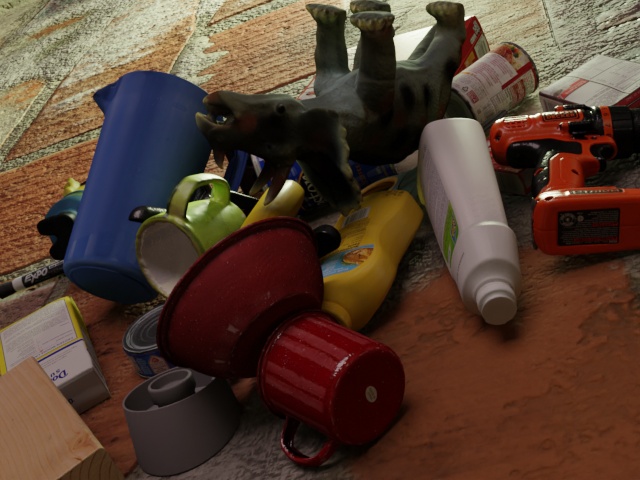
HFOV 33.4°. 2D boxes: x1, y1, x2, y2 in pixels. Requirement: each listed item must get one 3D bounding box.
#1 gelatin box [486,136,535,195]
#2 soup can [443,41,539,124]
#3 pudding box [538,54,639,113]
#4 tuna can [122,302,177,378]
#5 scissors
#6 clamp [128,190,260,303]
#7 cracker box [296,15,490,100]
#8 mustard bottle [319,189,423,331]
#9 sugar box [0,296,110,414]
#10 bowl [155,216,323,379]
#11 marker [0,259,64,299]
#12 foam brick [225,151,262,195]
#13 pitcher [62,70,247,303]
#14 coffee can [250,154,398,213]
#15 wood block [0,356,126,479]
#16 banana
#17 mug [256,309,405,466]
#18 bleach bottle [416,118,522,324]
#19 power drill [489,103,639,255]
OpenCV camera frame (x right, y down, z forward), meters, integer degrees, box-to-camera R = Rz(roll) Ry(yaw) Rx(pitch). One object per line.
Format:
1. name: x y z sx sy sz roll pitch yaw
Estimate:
1. gelatin box: 0.193 -0.081 1.075 0.073 0.030 0.089 -39 30 -25
2. soup can: 0.186 -0.168 1.197 0.102 0.068 0.069 -37 29 -19
3. pudding box: 0.294 -0.150 1.105 0.090 0.039 0.114 -32 29 -13
4. tuna can: -0.151 0.095 1.049 0.086 0.033 0.086 -20 27 11
5. scissors: 0.112 -0.065 1.104 0.202 0.016 0.096 -28 31 13
6. clamp: -0.123 0.005 1.143 0.171 0.120 0.039 -19 19 -40
7. cracker box: 0.088 -0.198 1.330 0.214 0.072 0.164 -8 31 32
8. mustard bottle: 0.029 0.032 0.979 0.096 0.058 0.191 -23 24 35
9. sugar box: -0.277 0.127 1.090 0.093 0.048 0.176 -29 31 -7
10. bowl: -0.051 0.060 0.865 0.162 0.162 0.055 -34 58 -17
11. marker: -0.351 0.045 1.328 0.121 0.020 0.020 -22 27 8
12. foam brick: -0.081 -0.105 1.302 0.053 0.078 0.051 -17 26 16
13. pitcher: -0.190 -0.054 1.189 0.149 0.145 0.242 -3 60 30
14. coffee can: 0.003 -0.094 1.181 0.140 0.103 0.103 -21 27 8
15. wood block: -0.230 0.188 0.890 0.090 0.090 0.206 -35 29 -17
16. banana: -0.049 -0.015 1.025 0.037 0.070 0.197 25 26 3
17. mug: 0.006 0.119 0.827 0.082 0.093 0.117 19 81 48
18. bleach bottle: 0.134 -0.009 0.942 0.068 0.102 0.251 -4 35 -1
19. power drill: 0.248 -0.061 0.948 0.184 0.057 0.187 -6 31 8
